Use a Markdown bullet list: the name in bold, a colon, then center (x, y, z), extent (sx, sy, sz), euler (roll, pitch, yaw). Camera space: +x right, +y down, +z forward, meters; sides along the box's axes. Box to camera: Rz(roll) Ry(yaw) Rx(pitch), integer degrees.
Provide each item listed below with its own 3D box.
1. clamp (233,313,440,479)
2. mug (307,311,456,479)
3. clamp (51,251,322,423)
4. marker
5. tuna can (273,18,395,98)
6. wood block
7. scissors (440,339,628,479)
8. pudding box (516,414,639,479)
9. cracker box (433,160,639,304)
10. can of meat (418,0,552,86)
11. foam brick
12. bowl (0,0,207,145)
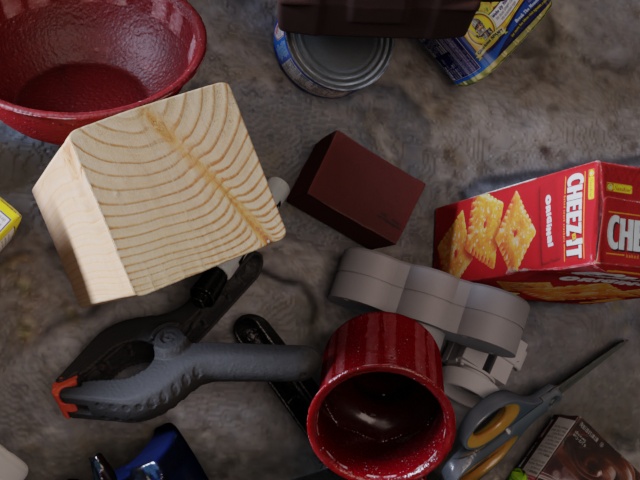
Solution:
- **clamp**: center (0.012, 0.160, 0.724), extent (0.209, 0.036, 0.164), euler (36, 37, -20)
- **mug**: center (0.045, 0.109, 0.703), extent (0.093, 0.081, 0.117), euler (-21, 113, 14)
- **clamp**: center (-0.094, 0.066, 0.710), extent (0.171, 0.120, 0.039), euler (-14, 127, -7)
- **marker**: center (-0.055, 0.001, 0.729), extent (0.020, 0.020, 0.121), euler (42, 50, -12)
- **tuna can**: center (0.010, -0.148, 0.781), extent (0.086, 0.034, 0.086), euler (2, 85, -20)
- **wood block**: center (-0.105, -0.019, 0.637), extent (0.090, 0.206, 0.091), euler (-22, 92, -21)
- **scissors**: center (0.165, 0.112, 0.798), extent (0.201, 0.096, 0.016), euler (-38, 55, -17)
- **pudding box**: center (0.201, 0.201, 0.818), extent (0.113, 0.039, 0.090), euler (43, 73, -12)
- **cracker box**: center (0.197, 0.003, 0.740), extent (0.164, 0.214, 0.072), euler (5, 83, -20)
- **can of meat**: center (0.116, -0.179, 0.811), extent (0.084, 0.058, 0.102), euler (48, 72, -12)
- **foam brick**: center (0.025, -0.034, 0.768), extent (0.078, 0.051, 0.053), euler (31, 77, -15)
- **bowl**: center (-0.154, -0.110, 0.684), extent (0.162, 0.055, 0.162), euler (4, 45, -4)
